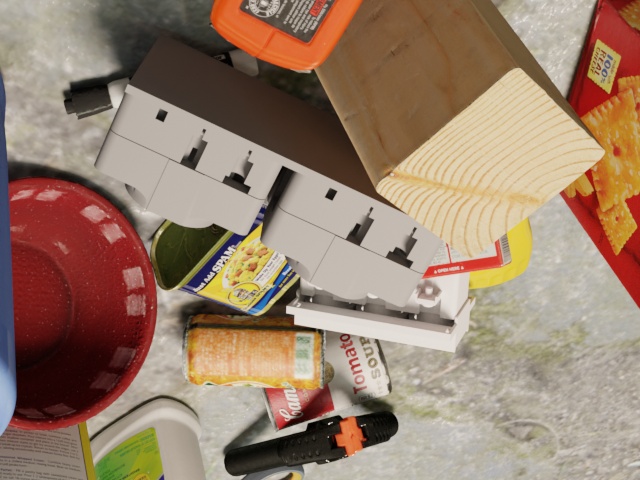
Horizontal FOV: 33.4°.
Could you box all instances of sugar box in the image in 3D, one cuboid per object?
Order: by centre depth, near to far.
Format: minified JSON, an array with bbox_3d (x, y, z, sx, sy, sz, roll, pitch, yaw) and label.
[{"bbox_3d":[-0.207,0.119,0.716,0.093,0.176,0.048,17,122,-34],"label":"sugar box"}]

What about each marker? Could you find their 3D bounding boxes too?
[{"bbox_3d":[-0.099,-0.097,0.661,0.121,0.020,0.020,-15,137,-8],"label":"marker"}]

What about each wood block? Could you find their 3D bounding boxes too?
[{"bbox_3d":[0.053,-0.103,0.582,0.090,0.206,0.090,-40,135,18],"label":"wood block"}]

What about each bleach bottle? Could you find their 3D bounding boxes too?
[{"bbox_3d":[-0.118,0.251,0.829,0.103,0.251,0.068,-33,137,10],"label":"bleach bottle"}]

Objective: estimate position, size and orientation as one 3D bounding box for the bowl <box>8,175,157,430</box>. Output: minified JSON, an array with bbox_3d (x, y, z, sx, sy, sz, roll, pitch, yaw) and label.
[{"bbox_3d":[-0.189,0.041,0.697,0.161,0.162,0.055,21,161,-37],"label":"bowl"}]

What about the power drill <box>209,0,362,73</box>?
[{"bbox_3d":[0.003,-0.179,0.503,0.057,0.187,0.185,22,123,-15],"label":"power drill"}]

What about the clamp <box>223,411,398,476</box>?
[{"bbox_3d":[0.015,0.166,0.898,0.164,0.036,0.210,-12,170,-19],"label":"clamp"}]

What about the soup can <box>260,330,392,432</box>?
[{"bbox_3d":[0.000,0.109,0.872,0.102,0.068,0.068,-17,137,-5],"label":"soup can"}]

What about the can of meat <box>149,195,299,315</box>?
[{"bbox_3d":[-0.055,0.001,0.751,0.083,0.057,0.102,23,121,-40],"label":"can of meat"}]
